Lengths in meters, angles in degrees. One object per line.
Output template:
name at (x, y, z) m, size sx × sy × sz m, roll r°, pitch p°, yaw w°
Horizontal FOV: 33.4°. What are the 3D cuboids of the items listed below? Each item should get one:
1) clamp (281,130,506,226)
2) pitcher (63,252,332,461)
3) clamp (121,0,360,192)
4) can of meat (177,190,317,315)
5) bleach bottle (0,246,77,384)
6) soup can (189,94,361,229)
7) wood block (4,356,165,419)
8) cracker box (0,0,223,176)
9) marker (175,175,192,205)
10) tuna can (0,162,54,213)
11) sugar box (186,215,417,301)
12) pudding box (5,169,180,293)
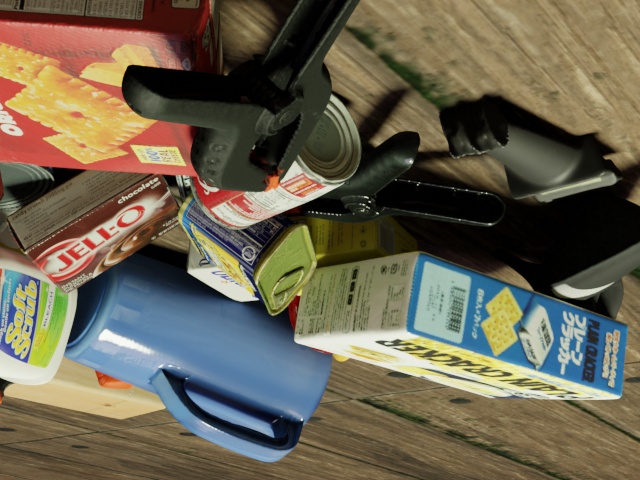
clamp at (0.043, -0.034, 0.761) m, size 0.120 × 0.039 × 0.172 m, roll 32°, pitch 157°, yaw -33°
pitcher at (-0.116, 0.101, 0.989) m, size 0.242 × 0.145 × 0.149 m, roll 25°, pitch 172°, yaw -32°
clamp at (-0.037, -0.074, 0.561) m, size 0.164 × 0.036 × 0.210 m, roll -38°, pitch 166°, yaw -24°
can of meat at (-0.055, 0.001, 0.816) m, size 0.084 × 0.057 × 0.102 m, roll 36°, pitch 166°, yaw 19°
bleach bottle at (-0.248, 0.053, 0.777) m, size 0.068 × 0.102 × 0.251 m, roll 15°, pitch 174°, yaw 5°
soup can at (-0.031, -0.053, 0.709) m, size 0.068 × 0.068 × 0.102 m, roll 19°, pitch 152°, yaw -38°
wood block at (-0.272, 0.127, 1.154) m, size 0.091 × 0.090 × 0.205 m, roll -19°, pitch 150°, yaw 40°
cracker box at (-0.163, -0.101, 0.593) m, size 0.213 × 0.072 × 0.164 m, roll 3°, pitch 158°, yaw -2°
marker at (-0.099, -0.046, 0.798) m, size 0.020 × 0.020 × 0.121 m, roll 2°, pitch 158°, yaw -1°
tuna can at (-0.233, -0.052, 0.754) m, size 0.086 × 0.034 × 0.086 m, roll -9°, pitch 157°, yaw -4°
sugar box at (-0.015, 0.014, 0.909) m, size 0.176 × 0.048 × 0.093 m, roll -10°, pitch 156°, yaw 25°
pudding box at (-0.163, -0.016, 0.785) m, size 0.113 × 0.039 × 0.090 m, roll -34°, pitch 160°, yaw -7°
